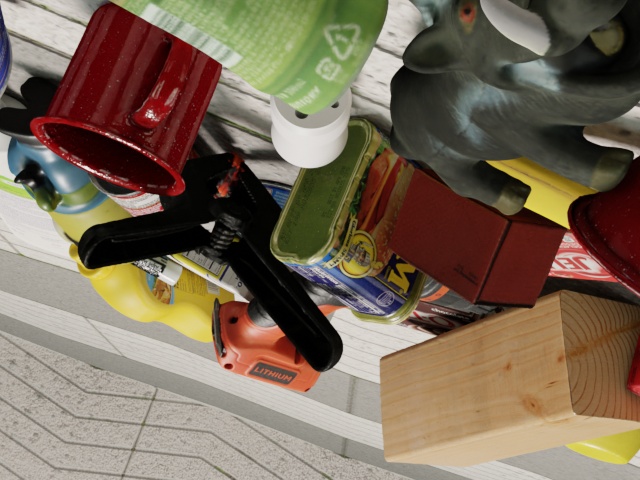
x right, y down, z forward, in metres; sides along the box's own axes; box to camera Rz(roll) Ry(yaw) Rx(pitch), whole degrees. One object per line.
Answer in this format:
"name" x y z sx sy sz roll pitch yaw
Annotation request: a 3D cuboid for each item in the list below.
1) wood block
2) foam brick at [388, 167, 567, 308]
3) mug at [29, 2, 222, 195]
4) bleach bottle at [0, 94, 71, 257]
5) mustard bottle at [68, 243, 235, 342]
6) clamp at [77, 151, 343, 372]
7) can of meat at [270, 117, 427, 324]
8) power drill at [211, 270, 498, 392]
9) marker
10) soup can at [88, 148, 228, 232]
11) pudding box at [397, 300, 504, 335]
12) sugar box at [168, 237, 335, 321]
"wood block" 0.144 0.113 0.822 0.090 0.090 0.207 12 155 -32
"foam brick" 0.087 -0.001 0.605 0.051 0.053 0.078 5 -158 -41
"mug" -0.102 -0.083 0.602 0.093 0.081 0.117 26 164 -20
"bleach bottle" -0.247 -0.059 0.909 0.102 0.068 0.251 16 162 5
"mustard bottle" -0.160 0.032 0.999 0.058 0.096 0.191 -27 151 25
"clamp" -0.054 0.001 0.686 0.164 0.036 0.210 29 -157 -8
"can of meat" 0.026 -0.012 0.650 0.058 0.102 0.083 4 156 48
"power drill" 0.024 0.046 0.796 0.184 0.057 0.188 24 132 -36
"marker" -0.175 0.004 0.917 0.121 0.020 0.020 29 163 -20
"soup can" -0.116 -0.043 0.782 0.069 0.068 0.102 13 163 24
"pudding box" 0.092 0.051 0.892 0.114 0.039 0.090 12 162 28
"sugar box" -0.069 0.024 0.928 0.093 0.048 0.176 32 173 -39
